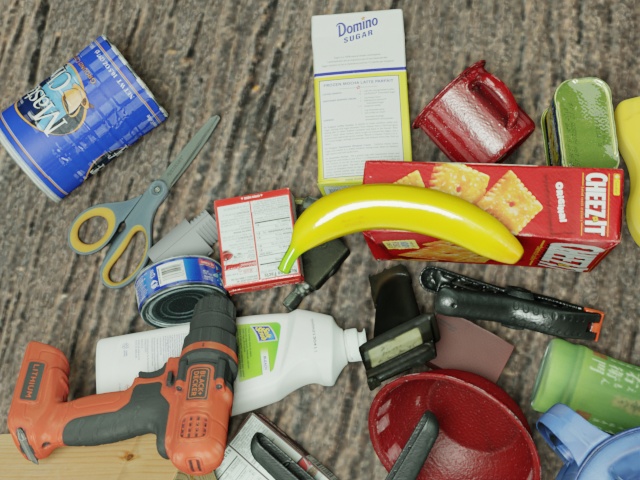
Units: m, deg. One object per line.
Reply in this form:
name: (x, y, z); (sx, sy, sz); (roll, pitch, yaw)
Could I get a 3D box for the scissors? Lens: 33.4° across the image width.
scissors: (-0.183, -0.050, 1.069); (0.096, 0.016, 0.201); (21, 82, 10)

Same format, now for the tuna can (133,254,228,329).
tuna can: (-0.131, 0.050, 1.005); (0.086, 0.086, 0.034); (-17, 59, 2)

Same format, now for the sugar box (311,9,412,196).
sugar box: (0.041, -0.135, 1.047); (0.093, 0.048, 0.176); (-3, 75, 6)

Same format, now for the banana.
banana: (0.063, -0.012, 0.861); (0.198, 0.037, 0.069); (-3, 97, 8)

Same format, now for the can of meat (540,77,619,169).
can of meat: (0.243, -0.093, 0.997); (0.057, 0.084, 0.102); (-6, 78, 5)

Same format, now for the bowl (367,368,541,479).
bowl: (0.126, 0.170, 0.948); (0.162, 0.162, 0.055); (33, 42, 11)

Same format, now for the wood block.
wood block: (-0.205, 0.229, 0.944); (0.206, 0.090, 0.090); (-5, 120, 17)

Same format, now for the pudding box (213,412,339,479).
pudding box: (-0.047, 0.228, 0.989); (0.113, 0.039, 0.090); (38, 88, 14)

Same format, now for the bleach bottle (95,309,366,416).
bleach bottle: (-0.079, 0.123, 0.998); (0.251, 0.068, 0.102); (-9, 65, 3)

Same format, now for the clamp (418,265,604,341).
clamp: (0.171, 0.058, 0.981); (0.171, 0.120, 0.039); (14, 104, -13)

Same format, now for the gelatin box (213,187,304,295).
gelatin box: (-0.057, 0.001, 0.993); (0.073, 0.030, 0.089); (-10, 74, 6)

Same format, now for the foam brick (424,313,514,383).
foam brick: (0.133, 0.104, 0.987); (0.078, 0.051, 0.053); (29, 82, 10)

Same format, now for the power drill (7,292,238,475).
power drill: (-0.165, 0.121, 0.927); (0.188, 0.057, 0.184); (-5, 42, 7)

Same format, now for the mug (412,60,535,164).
mug: (0.151, -0.114, 0.998); (0.093, 0.117, 0.081); (-38, 82, -25)

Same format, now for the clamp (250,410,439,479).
clamp: (0.044, 0.246, 0.935); (0.165, 0.036, 0.210); (-15, 102, 11)

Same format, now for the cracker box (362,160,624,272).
cracker box: (0.147, -0.018, 0.952); (0.214, 0.164, 0.072); (3, 81, 7)

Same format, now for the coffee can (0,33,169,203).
coffee can: (-0.234, -0.119, 1.043); (0.140, 0.103, 0.103); (-38, 78, -3)
